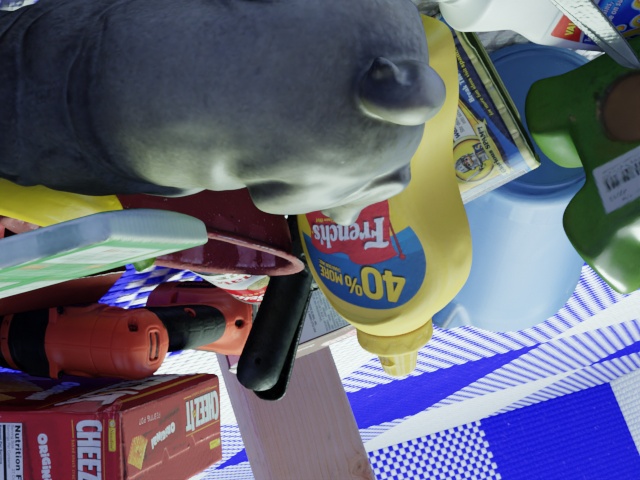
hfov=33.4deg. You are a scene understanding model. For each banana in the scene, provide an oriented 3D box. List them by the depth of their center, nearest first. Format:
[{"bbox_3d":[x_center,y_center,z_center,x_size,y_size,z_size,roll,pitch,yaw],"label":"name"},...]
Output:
[{"bbox_3d":[-0.173,-0.023,0.473,0.198,0.037,0.070,8,122,7],"label":"banana"}]

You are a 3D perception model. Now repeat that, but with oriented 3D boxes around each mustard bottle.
[{"bbox_3d":[0.029,-0.015,0.532,0.096,0.191,0.058,14,-145,38],"label":"mustard bottle"}]

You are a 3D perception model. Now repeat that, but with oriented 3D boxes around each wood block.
[{"bbox_3d":[-0.029,0.149,0.975,0.090,0.206,0.090,-15,163,-16],"label":"wood block"}]

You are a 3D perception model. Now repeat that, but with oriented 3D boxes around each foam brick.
[{"bbox_3d":[-0.168,0.010,0.647,0.078,0.053,0.051,-9,161,-35],"label":"foam brick"}]

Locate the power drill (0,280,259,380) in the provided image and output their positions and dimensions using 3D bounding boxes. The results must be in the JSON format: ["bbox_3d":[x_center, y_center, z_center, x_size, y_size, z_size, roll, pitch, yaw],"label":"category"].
[{"bbox_3d":[-0.147,0.063,0.770,0.185,0.057,0.187,3,-175,31],"label":"power drill"}]

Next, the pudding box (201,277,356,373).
[{"bbox_3d":[-0.031,0.048,0.855,0.113,0.090,0.039,-22,162,10],"label":"pudding box"}]

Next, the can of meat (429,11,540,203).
[{"bbox_3d":[0.059,-0.065,0.577,0.084,0.102,0.057,-27,-166,17],"label":"can of meat"}]

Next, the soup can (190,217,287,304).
[{"bbox_3d":[-0.055,0.001,0.717,0.068,0.068,0.102,-22,163,8],"label":"soup can"}]

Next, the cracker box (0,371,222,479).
[{"bbox_3d":[-0.192,0.127,0.705,0.214,0.072,0.164,-2,-179,15],"label":"cracker box"}]

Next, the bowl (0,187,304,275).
[{"bbox_3d":[-0.085,-0.021,0.571,0.162,0.055,0.162,8,171,1],"label":"bowl"}]

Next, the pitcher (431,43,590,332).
[{"bbox_3d":[0.139,-0.039,0.732,0.145,0.149,0.243,-4,160,2],"label":"pitcher"}]

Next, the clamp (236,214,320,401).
[{"bbox_3d":[-0.016,0.021,0.659,0.039,0.171,0.120,14,178,-1],"label":"clamp"}]
